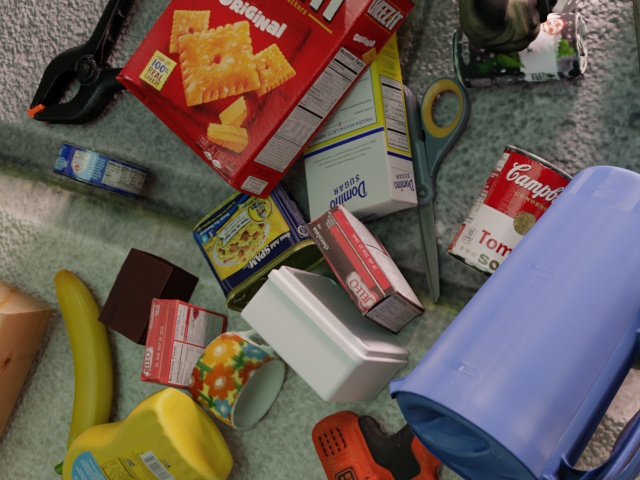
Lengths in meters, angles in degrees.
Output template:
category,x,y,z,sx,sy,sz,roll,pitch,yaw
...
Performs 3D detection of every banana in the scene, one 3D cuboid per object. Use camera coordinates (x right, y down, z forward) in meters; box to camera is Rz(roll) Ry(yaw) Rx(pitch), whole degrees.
category,x,y,z,sx,sy,sz,roll,pitch,yaw
banana,-0.228,0.122,1.016,0.070,0.037,0.198,-5,78,21

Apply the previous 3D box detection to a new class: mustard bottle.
category,x,y,z,sx,sy,sz,roll,pitch,yaw
mustard bottle,-0.173,0.205,0.950,0.192,0.058,0.096,-30,105,32

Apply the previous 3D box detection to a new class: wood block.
category,x,y,z,sx,sy,sz,roll,pitch,yaw
wood block,-0.348,0.141,1.017,0.090,0.090,0.206,26,97,16

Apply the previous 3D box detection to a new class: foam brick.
category,x,y,z,sx,sy,sz,roll,pitch,yaw
foam brick,-0.160,0.054,0.993,0.053,0.051,0.078,26,91,25

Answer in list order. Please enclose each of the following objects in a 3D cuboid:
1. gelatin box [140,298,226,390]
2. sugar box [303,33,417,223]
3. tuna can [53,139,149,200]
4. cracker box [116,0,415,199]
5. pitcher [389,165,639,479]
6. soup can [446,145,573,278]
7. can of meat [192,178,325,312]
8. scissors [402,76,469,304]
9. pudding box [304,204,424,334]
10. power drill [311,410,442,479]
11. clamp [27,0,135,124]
category,x,y,z,sx,sy,sz,roll,pitch,yaw
gelatin box,-0.121,0.095,0.946,0.030,0.089,0.073,2,78,26
sugar box,0.029,-0.105,0.937,0.094,0.048,0.176,-15,77,39
tuna can,-0.209,-0.067,1.017,0.086,0.086,0.034,18,90,24
cracker box,-0.052,-0.170,0.913,0.164,0.072,0.214,44,103,24
pitcher,0.178,0.068,0.767,0.149,0.145,0.242,40,72,0
soup can,0.155,-0.017,0.866,0.069,0.068,0.102,31,93,24
can of meat,-0.056,0.001,0.957,0.102,0.057,0.084,-36,67,13
scissors,0.104,-0.055,0.921,0.096,0.016,0.202,-27,71,22
pudding box,0.039,0.026,0.882,0.039,0.113,0.090,-36,69,9
power drill,0.099,0.195,0.856,0.188,0.057,0.184,-30,71,15
clamp,-0.217,-0.163,1.063,0.172,0.039,0.120,-43,63,17
